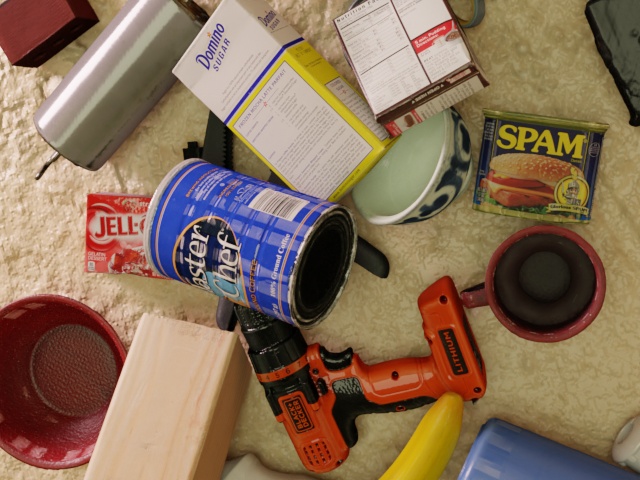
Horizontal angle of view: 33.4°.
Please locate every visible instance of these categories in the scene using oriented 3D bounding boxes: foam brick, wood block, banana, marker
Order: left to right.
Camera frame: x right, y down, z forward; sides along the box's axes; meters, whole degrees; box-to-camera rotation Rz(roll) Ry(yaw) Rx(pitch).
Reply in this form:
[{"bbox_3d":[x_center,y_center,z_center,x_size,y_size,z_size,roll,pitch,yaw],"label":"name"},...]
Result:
[{"bbox_3d":[-0.248,-0.197,0.953,0.078,0.053,0.051,-33,88,14],"label":"foam brick"},{"bbox_3d":[-0.133,0.178,0.899,0.090,0.091,0.206,11,65,11],"label":"wood block"},{"bbox_3d":[-0.111,-0.028,0.958,0.020,0.020,0.121,-3,95,12],"label":"marker"},{"bbox_3d":[0.051,0.206,0.880,0.198,0.037,0.069,-39,128,1],"label":"banana"}]

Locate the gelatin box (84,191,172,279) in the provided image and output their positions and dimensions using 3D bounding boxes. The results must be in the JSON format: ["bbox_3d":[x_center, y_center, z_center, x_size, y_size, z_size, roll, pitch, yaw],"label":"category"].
[{"bbox_3d":[-0.169,-0.005,0.967,0.089,0.030,0.073,5,97,11],"label":"gelatin box"}]

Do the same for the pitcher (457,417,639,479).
[{"bbox_3d":[0.223,0.249,0.869,0.243,0.145,0.149,24,88,12],"label":"pitcher"}]

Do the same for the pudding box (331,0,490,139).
[{"bbox_3d":[0.069,-0.149,0.838,0.090,0.039,0.113,-29,57,14],"label":"pudding box"}]

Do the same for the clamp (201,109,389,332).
[{"bbox_3d":[-0.056,-0.027,0.938,0.165,0.036,0.210,-28,91,13],"label":"clamp"}]

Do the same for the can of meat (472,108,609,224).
[{"bbox_3d":[0.178,-0.061,0.875,0.102,0.057,0.084,9,100,11],"label":"can of meat"}]

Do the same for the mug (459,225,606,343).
[{"bbox_3d":[0.172,0.034,0.872,0.117,0.081,0.093,-18,92,13],"label":"mug"}]

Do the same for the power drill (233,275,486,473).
[{"bbox_3d":[0.035,0.095,0.910,0.188,0.057,0.184,-20,106,15],"label":"power drill"}]

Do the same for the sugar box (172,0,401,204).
[{"bbox_3d":[-0.029,-0.113,0.873,0.176,0.048,0.093,47,123,4],"label":"sugar box"}]

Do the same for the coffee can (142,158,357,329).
[{"bbox_3d":[-0.056,0.001,0.856,0.140,0.102,0.103,19,100,25],"label":"coffee can"}]

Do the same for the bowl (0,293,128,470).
[{"bbox_3d":[-0.238,0.125,0.982,0.162,0.055,0.162,1,96,12],"label":"bowl"}]
